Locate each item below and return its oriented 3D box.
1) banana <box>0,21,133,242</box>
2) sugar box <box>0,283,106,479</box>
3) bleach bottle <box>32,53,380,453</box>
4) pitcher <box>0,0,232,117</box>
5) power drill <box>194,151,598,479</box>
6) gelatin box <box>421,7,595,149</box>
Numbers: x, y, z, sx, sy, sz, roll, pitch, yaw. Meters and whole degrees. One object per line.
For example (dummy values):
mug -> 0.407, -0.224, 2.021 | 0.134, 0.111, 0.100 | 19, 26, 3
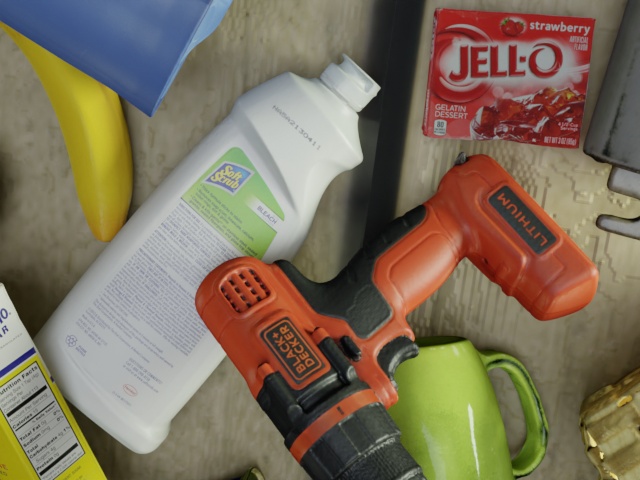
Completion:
banana -> -0.157, -0.095, 0.623 | 0.070, 0.037, 0.198 | -31, 97, 29
sugar box -> -0.182, 0.104, 0.616 | 0.094, 0.048, 0.176 | 3, 126, 46
bleach bottle -> -0.054, 0.001, 0.621 | 0.102, 0.068, 0.251 | 41, 99, -8
pitcher -> -0.150, -0.176, 0.517 | 0.242, 0.145, 0.149 | 29, 129, -10
power drill -> 0.054, 0.050, 0.563 | 0.187, 0.057, 0.184 | -32, 69, -20
gelatin box -> 0.105, -0.092, 0.604 | 0.089, 0.030, 0.073 | 5, 102, 3
